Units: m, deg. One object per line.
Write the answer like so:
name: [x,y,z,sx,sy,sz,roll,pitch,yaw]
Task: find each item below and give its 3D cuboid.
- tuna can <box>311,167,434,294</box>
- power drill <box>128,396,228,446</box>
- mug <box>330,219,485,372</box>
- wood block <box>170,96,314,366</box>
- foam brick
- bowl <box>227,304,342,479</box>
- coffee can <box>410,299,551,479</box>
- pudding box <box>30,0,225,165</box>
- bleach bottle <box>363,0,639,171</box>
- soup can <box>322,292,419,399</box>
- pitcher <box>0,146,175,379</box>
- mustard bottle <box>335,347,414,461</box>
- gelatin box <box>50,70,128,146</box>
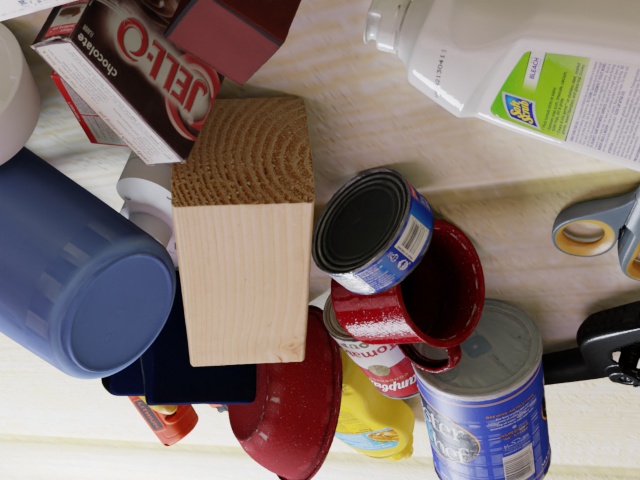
tuna can: [0.036,-0.006,0.741,0.086,0.086,0.033,-11,142,43]
power drill: [-0.109,0.172,1.115,0.188,0.057,0.184,-14,112,43]
mug: [0.067,0.046,0.799,0.082,0.093,0.117,-11,109,50]
wood block: [-0.055,0.000,0.760,0.090,0.090,0.206,-3,146,-5]
foam brick: [-0.040,-0.135,0.570,0.053,0.078,0.051,31,150,-17]
bowl: [-0.040,0.134,0.941,0.055,0.162,0.162,10,157,-25]
coffee can: [0.134,0.133,0.874,0.103,0.102,0.140,5,134,23]
pudding box: [-0.107,-0.113,0.635,0.039,0.090,0.113,-5,144,37]
bleach bottle: [0.146,-0.091,0.553,0.251,0.068,0.103,17,137,11]
soup can: [0.053,0.080,0.900,0.069,0.068,0.102,-1,145,32]
pitcher: [-0.215,0.002,0.782,0.243,0.149,0.145,29,136,32]
mustard bottle: [0.041,0.174,1.079,0.096,0.058,0.191,-10,140,35]
gelatin box: [-0.130,-0.097,0.738,0.089,0.030,0.073,6,148,19]
